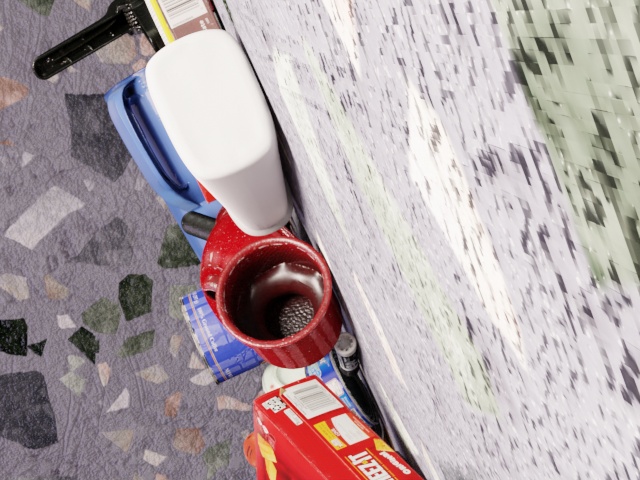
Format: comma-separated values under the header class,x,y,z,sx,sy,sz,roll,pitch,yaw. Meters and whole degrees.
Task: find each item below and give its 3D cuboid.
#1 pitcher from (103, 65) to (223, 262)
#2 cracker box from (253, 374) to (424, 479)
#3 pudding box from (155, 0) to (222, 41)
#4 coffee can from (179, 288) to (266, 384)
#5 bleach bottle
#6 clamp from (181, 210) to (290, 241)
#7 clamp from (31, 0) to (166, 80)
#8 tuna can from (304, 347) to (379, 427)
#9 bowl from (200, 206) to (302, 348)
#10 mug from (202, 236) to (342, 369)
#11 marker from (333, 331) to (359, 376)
class,x,y,z,sx,sy,sz,roll,pitch,yaw
pitcher,-0.139,-0.087,1.205,0.243,0.149,0.145,63,163,-2
cracker box,0.012,0.244,0.870,0.164,0.072,0.214,38,137,48
pudding box,-0.098,-0.163,0.843,0.090,0.039,0.113,-129,16,-79
coffee can,-0.065,0.078,1.134,0.103,0.140,0.103,157,89,-87
bleach bottle,-0.062,-0.064,0.803,0.251,0.068,0.102,72,174,-79
clamp,-0.057,0.001,1.088,0.172,0.120,0.039,32,123,54
clamp,-0.211,-0.238,1.152,0.209,0.165,0.036,-71,-35,-52
tuna can,0.020,0.147,1.028,0.086,0.034,0.086,56,-172,-13
bowl,-0.059,0.047,0.969,0.162,0.055,0.162,36,146,28
mug,-0.040,0.052,0.861,0.081,0.117,0.093,62,-139,-63
marker,0.024,0.102,0.939,0.121,0.020,0.020,77,168,-73
